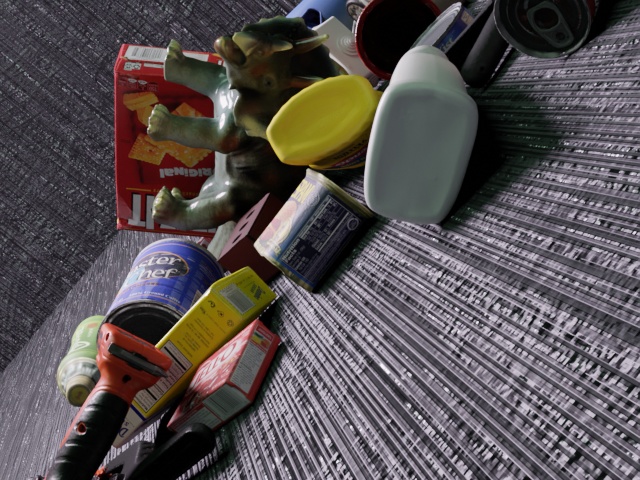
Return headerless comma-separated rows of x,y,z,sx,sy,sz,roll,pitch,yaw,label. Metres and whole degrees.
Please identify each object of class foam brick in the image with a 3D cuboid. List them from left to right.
-0.057,0.001,1.050,0.053,0.051,0.078,-41,15,34,foam brick

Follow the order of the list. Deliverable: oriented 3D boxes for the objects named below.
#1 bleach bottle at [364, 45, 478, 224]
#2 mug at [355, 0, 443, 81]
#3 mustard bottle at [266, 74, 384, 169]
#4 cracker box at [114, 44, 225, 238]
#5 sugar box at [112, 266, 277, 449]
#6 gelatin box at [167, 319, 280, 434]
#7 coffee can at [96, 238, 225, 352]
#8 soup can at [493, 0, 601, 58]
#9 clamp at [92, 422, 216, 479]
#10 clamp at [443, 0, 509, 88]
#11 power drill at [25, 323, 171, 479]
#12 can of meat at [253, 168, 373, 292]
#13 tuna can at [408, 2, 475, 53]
0.077,-0.103,0.817,0.250,0.068,0.103,-75,-2,-65,bleach bottle
0.095,-0.219,1.110,0.117,0.093,0.081,-16,14,8,mug
0.022,-0.100,0.963,0.096,0.058,0.191,-32,-7,13,mustard bottle
-0.148,-0.106,1.207,0.072,0.164,0.214,-86,3,-54,cracker box
-0.121,0.104,0.950,0.176,0.048,0.093,-49,-7,19,sugar box
-0.077,0.113,0.846,0.089,0.030,0.073,-40,16,39,gelatin box
-0.156,0.073,1.072,0.103,0.102,0.140,-45,14,22,coffee can
0.172,-0.187,0.766,0.069,0.068,0.102,-36,18,49,soup can
-0.146,0.195,0.831,0.164,0.036,0.210,-52,12,-6,clamp
0.162,-0.197,0.900,0.172,0.039,0.120,-53,18,17,clamp
-0.191,0.161,0.856,0.187,0.057,0.185,-65,16,-8,power drill
-0.008,-0.009,0.904,0.084,0.057,0.102,-53,12,1,can of meat
0.117,-0.186,1.030,0.086,0.033,0.086,-47,13,14,tuna can
